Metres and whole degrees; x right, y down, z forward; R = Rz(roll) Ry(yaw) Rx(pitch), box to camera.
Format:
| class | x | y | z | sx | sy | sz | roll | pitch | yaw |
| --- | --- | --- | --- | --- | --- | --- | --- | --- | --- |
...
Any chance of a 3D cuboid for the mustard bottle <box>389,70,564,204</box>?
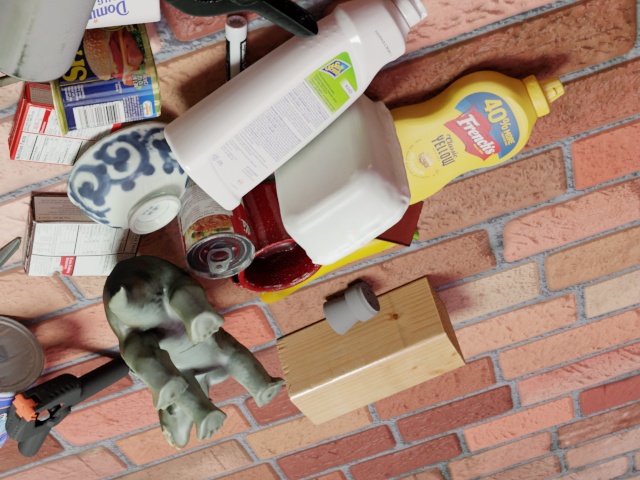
| class | x | y | z | sx | sy | sz | roll | pitch | yaw |
| --- | --- | --- | --- | --- | --- | --- | --- | --- | --- |
| mustard bottle | 0.148 | -0.113 | 1.055 | 0.192 | 0.058 | 0.096 | -24 | 119 | 9 |

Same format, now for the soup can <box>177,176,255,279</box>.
| class | x | y | z | sx | sy | sz | roll | pitch | yaw |
| --- | --- | --- | --- | --- | --- | --- | --- | --- | --- |
| soup can | -0.107 | -0.022 | 1.045 | 0.068 | 0.102 | 0.068 | -10 | 142 | -8 |

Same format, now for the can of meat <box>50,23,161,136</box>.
| class | x | y | z | sx | sy | sz | roll | pitch | yaw |
| --- | --- | --- | --- | --- | --- | --- | --- | --- | --- |
| can of meat | -0.179 | -0.139 | 0.872 | 0.084 | 0.102 | 0.057 | -10 | 143 | -11 |

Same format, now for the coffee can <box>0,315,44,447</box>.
| class | x | y | z | sx | sy | sz | roll | pitch | yaw |
| --- | --- | --- | --- | --- | --- | --- | --- | --- | --- |
| coffee can | -0.377 | 0.164 | 1.185 | 0.102 | 0.103 | 0.140 | 9 | 137 | -29 |

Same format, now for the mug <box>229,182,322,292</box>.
| class | x | y | z | sx | sy | sz | roll | pitch | yaw |
| --- | --- | --- | --- | --- | --- | --- | --- | --- | --- |
| mug | -0.057 | 0.001 | 1.105 | 0.093 | 0.081 | 0.117 | 12 | 136 | -42 |

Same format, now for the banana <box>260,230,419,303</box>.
| class | x | y | z | sx | sy | sz | roll | pitch | yaw |
| --- | --- | --- | --- | --- | --- | --- | --- | --- | --- |
| banana | 0.015 | 0.021 | 1.199 | 0.198 | 0.037 | 0.069 | -22 | 142 | 8 |

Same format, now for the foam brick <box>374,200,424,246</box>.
| class | x | y | z | sx | sy | sz | roll | pitch | yaw |
| --- | --- | --- | --- | --- | --- | --- | --- | --- | --- |
| foam brick | 0.058 | -0.030 | 1.123 | 0.078 | 0.053 | 0.051 | 12 | 98 | -33 |

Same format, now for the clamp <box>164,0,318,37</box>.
| class | x | y | z | sx | sy | sz | roll | pitch | yaw |
| --- | --- | --- | --- | --- | --- | --- | --- | --- | --- |
| clamp | -0.057 | -0.199 | 0.839 | 0.171 | 0.039 | 0.120 | -5 | 147 | -16 |

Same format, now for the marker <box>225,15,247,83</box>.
| class | x | y | z | sx | sy | sz | roll | pitch | yaw |
| --- | --- | --- | --- | --- | --- | --- | --- | --- | --- |
| marker | -0.076 | -0.150 | 0.963 | 0.020 | 0.020 | 0.121 | -8 | 142 | -11 |

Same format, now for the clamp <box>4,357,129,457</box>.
| class | x | y | z | sx | sy | sz | roll | pitch | yaw |
| --- | --- | --- | --- | --- | --- | --- | --- | --- | --- |
| clamp | -0.292 | 0.180 | 1.198 | 0.164 | 0.036 | 0.210 | -41 | 171 | -10 |

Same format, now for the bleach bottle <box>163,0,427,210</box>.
| class | x | y | z | sx | sy | sz | roll | pitch | yaw |
| --- | --- | --- | --- | --- | --- | --- | --- | --- | --- |
| bleach bottle | -0.013 | -0.135 | 0.953 | 0.251 | 0.068 | 0.102 | -35 | 146 | 7 |

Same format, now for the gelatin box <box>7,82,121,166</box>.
| class | x | y | z | sx | sy | sz | roll | pitch | yaw |
| --- | --- | --- | --- | --- | --- | --- | --- | --- | --- |
| gelatin box | -0.230 | -0.102 | 0.960 | 0.089 | 0.030 | 0.073 | 5 | 140 | -26 |

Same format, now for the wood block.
| class | x | y | z | sx | sy | sz | roll | pitch | yaw |
| --- | --- | --- | --- | --- | --- | --- | --- | --- | --- |
| wood block | 0.061 | 0.138 | 1.322 | 0.206 | 0.091 | 0.090 | -24 | 142 | 11 |

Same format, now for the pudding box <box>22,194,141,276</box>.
| class | x | y | z | sx | sy | sz | roll | pitch | yaw |
| --- | --- | --- | --- | --- | --- | --- | --- | --- | --- |
| pudding box | -0.239 | -0.004 | 1.075 | 0.113 | 0.039 | 0.090 | -1 | 141 | -22 |
